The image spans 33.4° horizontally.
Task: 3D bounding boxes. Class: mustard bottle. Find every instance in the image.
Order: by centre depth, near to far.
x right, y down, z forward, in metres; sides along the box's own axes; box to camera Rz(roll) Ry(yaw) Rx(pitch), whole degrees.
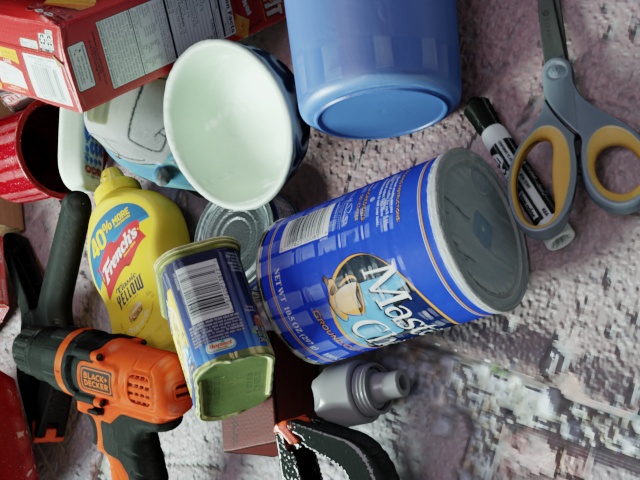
[{"bbox_3d":[-0.143,0.017,0.859,0.096,0.058,0.192,-44,54,29],"label":"mustard bottle"}]

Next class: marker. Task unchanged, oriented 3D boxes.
[{"bbox_3d":[0.123,-0.046,0.677,0.020,0.020,0.121,-42,56,24],"label":"marker"}]

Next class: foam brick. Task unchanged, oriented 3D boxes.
[{"bbox_3d":[-0.035,0.109,0.749,0.053,0.051,0.078,-19,67,36],"label":"foam brick"}]

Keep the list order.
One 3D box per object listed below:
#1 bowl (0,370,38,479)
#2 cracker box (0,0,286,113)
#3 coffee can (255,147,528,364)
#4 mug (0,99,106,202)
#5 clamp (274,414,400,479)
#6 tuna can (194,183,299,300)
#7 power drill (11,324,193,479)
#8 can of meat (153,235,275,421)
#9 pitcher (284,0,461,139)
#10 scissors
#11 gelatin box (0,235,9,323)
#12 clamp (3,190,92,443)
[{"bbox_3d":[-0.277,0.167,0.904,0.162,0.055,0.162,167,90,-72],"label":"bowl"},{"bbox_3d":[-0.153,-0.179,0.820,0.164,0.213,0.072,19,130,41],"label":"cracker box"},{"bbox_3d":[0.044,0.013,0.672,0.141,0.102,0.103,-21,66,35],"label":"coffee can"},{"bbox_3d":[-0.248,-0.086,0.962,0.082,0.093,0.117,-7,43,44],"label":"mug"},{"bbox_3d":[0.038,0.173,0.664,0.120,0.039,0.171,-37,75,18],"label":"clamp"},{"bbox_3d":[-0.055,0.001,0.805,0.086,0.033,0.086,-12,71,38],"label":"tuna can"},{"bbox_3d":[-0.162,0.158,0.796,0.185,0.057,0.188,7,106,40],"label":"power drill"},{"bbox_3d":[-0.067,0.060,0.690,0.057,0.102,0.084,-15,63,-12],"label":"can of meat"},{"bbox_3d":[0.032,-0.201,0.716,0.145,0.149,0.243,-14,73,33],"label":"pitcher"},{"bbox_3d":[0.164,-0.094,0.655,0.096,0.016,0.201,5,72,26],"label":"scissors"},{"bbox_3d":[-0.314,0.046,0.995,0.089,0.030,0.073,-46,50,51],"label":"gelatin box"},{"bbox_3d":[-0.245,0.070,0.938,0.165,0.036,0.210,-11,77,54],"label":"clamp"}]
